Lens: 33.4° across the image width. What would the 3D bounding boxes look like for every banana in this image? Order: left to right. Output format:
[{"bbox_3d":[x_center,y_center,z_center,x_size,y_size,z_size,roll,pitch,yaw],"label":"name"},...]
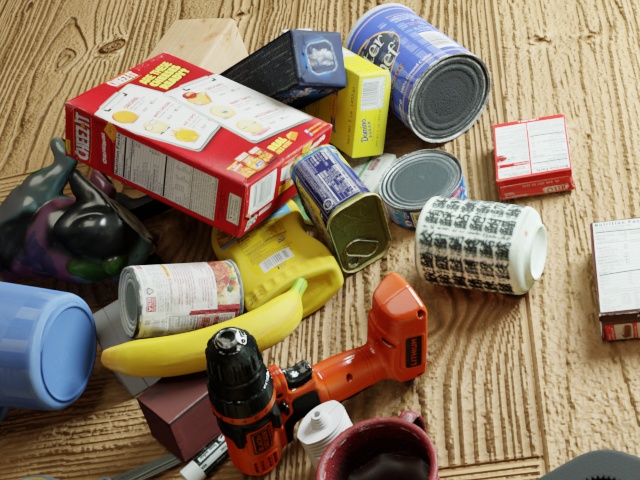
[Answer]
[{"bbox_3d":[-0.096,0.088,0.941,0.197,0.037,0.070,-18,18,-6],"label":"banana"}]

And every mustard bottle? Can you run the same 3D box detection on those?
[{"bbox_3d":[-0.057,0.002,1.066,0.096,0.058,0.192,-31,43,-4],"label":"mustard bottle"}]

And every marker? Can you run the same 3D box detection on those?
[{"bbox_3d":[-0.072,0.168,0.934,0.121,0.020,0.020,-42,45,-18],"label":"marker"}]

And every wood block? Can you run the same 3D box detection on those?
[{"bbox_3d":[-0.167,-0.163,1.257,0.090,0.091,0.206,5,50,27],"label":"wood block"}]

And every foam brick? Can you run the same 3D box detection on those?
[{"bbox_3d":[-0.113,0.145,0.945,0.078,0.051,0.053,-37,42,-26],"label":"foam brick"}]

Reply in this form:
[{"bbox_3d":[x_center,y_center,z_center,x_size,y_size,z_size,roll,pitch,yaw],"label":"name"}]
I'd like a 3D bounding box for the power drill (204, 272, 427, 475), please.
[{"bbox_3d":[-0.004,0.099,0.867,0.187,0.184,0.057,-25,55,-16],"label":"power drill"}]

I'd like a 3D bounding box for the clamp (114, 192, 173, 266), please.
[{"bbox_3d":[-0.217,-0.011,1.167,0.172,0.039,0.120,-6,46,21],"label":"clamp"}]

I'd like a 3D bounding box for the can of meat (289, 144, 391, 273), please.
[{"bbox_3d":[0.018,-0.032,1.024,0.057,0.102,0.084,-31,54,-8],"label":"can of meat"}]

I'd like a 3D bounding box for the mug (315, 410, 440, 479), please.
[{"bbox_3d":[0.056,0.186,0.813,0.093,0.081,0.117,3,49,26],"label":"mug"}]

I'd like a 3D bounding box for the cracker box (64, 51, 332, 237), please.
[{"bbox_3d":[-0.121,-0.100,1.068,0.214,0.072,0.164,25,37,19],"label":"cracker box"}]

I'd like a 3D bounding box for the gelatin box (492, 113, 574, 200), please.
[{"bbox_3d":[0.210,-0.082,1.055,0.073,0.030,0.089,-9,45,14],"label":"gelatin box"}]

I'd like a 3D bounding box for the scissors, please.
[{"bbox_3d":[-0.207,0.214,0.950,0.201,0.016,0.096,-32,39,-16],"label":"scissors"}]

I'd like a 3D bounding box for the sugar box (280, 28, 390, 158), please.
[{"bbox_3d":[0.009,-0.164,1.163,0.048,0.093,0.176,-11,29,-30],"label":"sugar box"}]

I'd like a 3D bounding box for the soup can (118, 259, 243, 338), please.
[{"bbox_3d":[-0.131,0.055,0.999,0.102,0.068,0.068,-3,36,-25],"label":"soup can"}]

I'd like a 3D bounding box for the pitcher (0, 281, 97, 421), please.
[{"bbox_3d":[-0.338,0.103,1.008,0.243,0.149,0.145,4,64,20],"label":"pitcher"}]

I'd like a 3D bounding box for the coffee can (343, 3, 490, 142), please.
[{"bbox_3d":[0.102,-0.182,1.149,0.102,0.103,0.140,-32,43,-9],"label":"coffee can"}]

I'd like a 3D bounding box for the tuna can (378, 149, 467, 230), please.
[{"bbox_3d":[0.103,-0.050,1.066,0.086,0.033,0.086,-13,43,12],"label":"tuna can"}]
